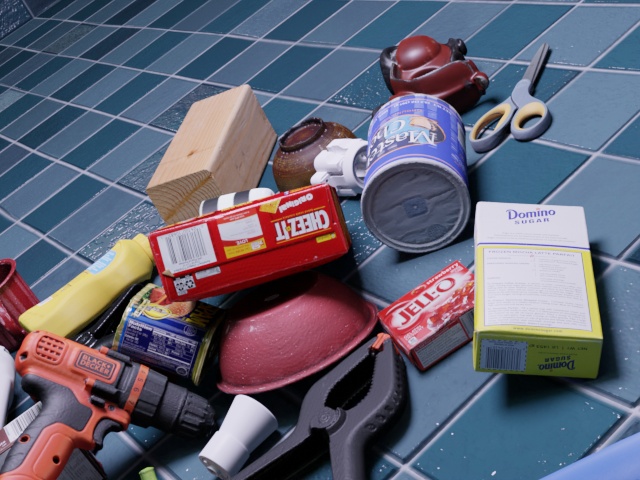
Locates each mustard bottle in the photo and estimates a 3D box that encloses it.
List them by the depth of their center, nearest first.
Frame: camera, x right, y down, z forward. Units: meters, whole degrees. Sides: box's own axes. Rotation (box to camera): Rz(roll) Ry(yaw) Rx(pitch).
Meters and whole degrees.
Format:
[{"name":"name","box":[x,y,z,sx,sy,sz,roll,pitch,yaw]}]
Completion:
[{"name":"mustard bottle","box":[-0.255,0.053,1.235,0.191,0.058,0.096,-40,11,-18]}]

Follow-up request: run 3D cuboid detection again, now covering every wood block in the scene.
[{"name":"wood block","box":[-0.132,-0.098,1.333,0.091,0.090,0.206,-16,31,23]}]

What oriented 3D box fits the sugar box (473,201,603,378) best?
[{"name":"sugar box","box":[0.168,0.035,0.849,0.093,0.048,0.176,3,33,7]}]

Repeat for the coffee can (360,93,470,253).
[{"name":"coffee can","box":[0.094,-0.068,1.053,0.103,0.102,0.140,-20,29,18]}]

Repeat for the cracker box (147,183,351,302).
[{"name":"cracker box","box":[-0.057,0.001,1.006,0.164,0.072,0.213,-16,0,3]}]

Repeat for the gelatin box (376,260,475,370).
[{"name":"gelatin box","box":[0.101,0.063,0.910,0.089,0.030,0.073,-33,28,-5]}]

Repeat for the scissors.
[{"name":"scissors","box":[0.234,-0.161,1.163,0.096,0.016,0.201,7,46,47]}]

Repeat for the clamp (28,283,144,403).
[{"name":"clamp","box":[-0.237,0.118,1.139,0.171,0.039,0.120,-42,25,-14]}]

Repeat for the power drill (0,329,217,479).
[{"name":"power drill","box":[-0.193,0.180,0.899,0.057,0.184,0.187,120,170,-49]}]

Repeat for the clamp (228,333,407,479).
[{"name":"clamp","box":[0.016,0.156,0.834,0.165,0.036,0.209,3,42,47]}]

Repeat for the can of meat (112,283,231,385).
[{"name":"can of meat","box":[-0.136,0.084,0.988,0.084,0.057,0.102,19,13,3]}]

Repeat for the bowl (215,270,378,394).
[{"name":"bowl","box":[-0.031,0.073,0.958,0.162,0.055,0.162,-23,15,6]}]

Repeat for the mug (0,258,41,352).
[{"name":"mug","box":[-0.381,0.085,1.282,0.093,0.081,0.117,-38,29,-14]}]

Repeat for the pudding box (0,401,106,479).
[{"name":"pudding box","box":[-0.264,0.211,0.958,0.113,0.090,0.039,-35,30,-11]}]
